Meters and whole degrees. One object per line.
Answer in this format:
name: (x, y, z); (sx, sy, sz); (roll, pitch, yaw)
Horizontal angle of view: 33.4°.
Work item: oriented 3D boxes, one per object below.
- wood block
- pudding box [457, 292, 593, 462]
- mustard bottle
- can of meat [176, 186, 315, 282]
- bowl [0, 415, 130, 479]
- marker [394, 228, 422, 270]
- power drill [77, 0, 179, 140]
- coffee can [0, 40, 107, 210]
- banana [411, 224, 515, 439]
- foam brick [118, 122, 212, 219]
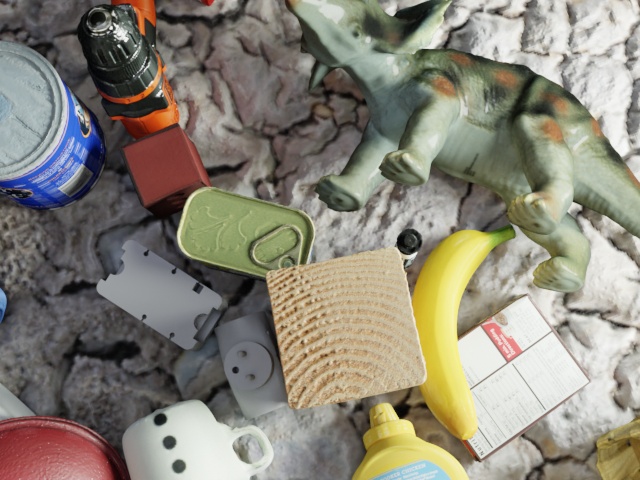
wood block: (0.017, 0.068, 0.769); (0.090, 0.206, 0.091); (-11, 82, 0)
pudding box: (0.143, 0.108, 0.845); (0.113, 0.039, 0.090); (-35, 82, -1)
mustard bottle: (0.072, 0.211, 0.803); (0.096, 0.058, 0.192); (-24, 59, 12)
can of meat: (-0.055, 0.001, 0.842); (0.102, 0.084, 0.057); (14, 83, 3)
bowl: (-0.216, 0.214, 0.792); (0.162, 0.055, 0.162); (-7, 112, -17)
marker: (0.065, 0.008, 0.819); (0.020, 0.121, 0.020); (0, 82, 1)
power drill: (-0.155, -0.187, 0.830); (0.057, 0.184, 0.187); (-7, 73, 0)
coffee can: (-0.231, -0.085, 0.830); (0.103, 0.140, 0.103); (0, 82, 1)
banana: (0.101, 0.060, 0.823); (0.070, 0.037, 0.197); (-2, 52, 27)
foam brick: (-0.122, -0.054, 0.855); (0.053, 0.078, 0.051); (-24, 83, 0)
